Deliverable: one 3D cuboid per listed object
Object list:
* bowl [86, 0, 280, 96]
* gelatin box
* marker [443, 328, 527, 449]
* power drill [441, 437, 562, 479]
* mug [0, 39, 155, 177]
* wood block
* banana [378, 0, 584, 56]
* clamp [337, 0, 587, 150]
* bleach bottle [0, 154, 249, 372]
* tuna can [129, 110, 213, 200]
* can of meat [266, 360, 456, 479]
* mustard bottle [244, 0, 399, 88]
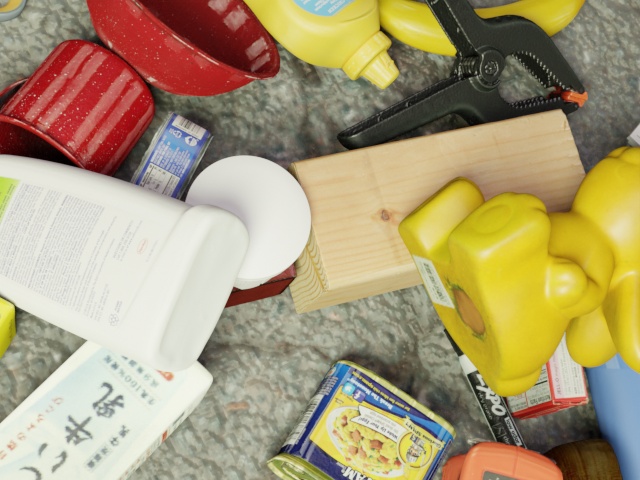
[{"bbox_3d":[-0.106,-0.152,0.742,0.162,0.055,0.162,36,25,-20],"label":"bowl"},{"bbox_3d":[0.155,0.078,0.757,0.030,0.073,0.089,-3,74,-16],"label":"gelatin box"},{"bbox_3d":[0.120,0.110,0.768,0.020,0.020,0.121,-21,80,-19],"label":"marker"},{"bbox_3d":[0.089,0.207,0.643,0.057,0.188,0.184,13,67,2],"label":"power drill"},{"bbox_3d":[-0.174,-0.082,0.720,0.117,0.093,0.081,16,60,29],"label":"mug"},{"bbox_3d":[0.078,-0.021,0.758,0.205,0.090,0.091,-12,78,-18],"label":"wood block"},{"bbox_3d":[0.126,-0.177,0.844,0.197,0.037,0.069,-1,76,-15],"label":"banana"},{"bbox_3d":[0.115,-0.140,0.798,0.209,0.036,0.164,4,99,-28],"label":"clamp"},{"bbox_3d":[-0.172,-0.011,0.655,0.251,0.068,0.102,22,86,25],"label":"bleach bottle"},{"bbox_3d":[-0.106,-0.042,0.719,0.033,0.086,0.086,28,69,-7],"label":"tuna can"},{"bbox_3d":[0.029,0.141,0.716,0.102,0.057,0.084,34,67,-3],"label":"can of meat"},{"bbox_3d":[-0.013,-0.188,0.798,0.191,0.058,0.096,46,46,1],"label":"mustard bottle"}]
